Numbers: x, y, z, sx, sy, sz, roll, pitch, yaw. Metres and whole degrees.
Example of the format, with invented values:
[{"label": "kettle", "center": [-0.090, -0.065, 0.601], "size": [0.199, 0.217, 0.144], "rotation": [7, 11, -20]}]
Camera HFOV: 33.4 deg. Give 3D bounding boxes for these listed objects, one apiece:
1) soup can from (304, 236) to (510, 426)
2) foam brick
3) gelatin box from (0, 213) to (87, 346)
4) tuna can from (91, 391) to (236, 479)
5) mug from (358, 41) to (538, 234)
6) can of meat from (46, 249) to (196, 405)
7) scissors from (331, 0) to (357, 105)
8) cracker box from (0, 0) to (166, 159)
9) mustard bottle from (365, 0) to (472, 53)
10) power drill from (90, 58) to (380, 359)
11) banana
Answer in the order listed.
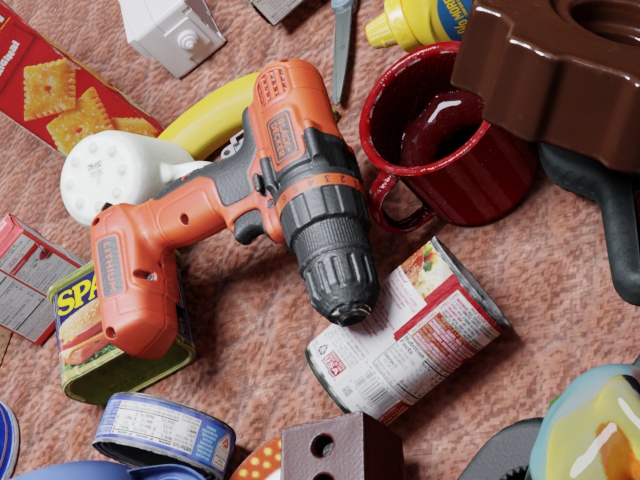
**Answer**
[{"label": "soup can", "center": [0.050, 0.056, 0.621], "size": [0.102, 0.068, 0.068], "rotation": [-41, 48, 8]}, {"label": "foam brick", "center": [0.013, 0.139, 0.578], "size": [0.053, 0.051, 0.078], "rotation": [-18, 54, 25]}, {"label": "gelatin box", "center": [-0.226, 0.031, 0.813], "size": [0.073, 0.089, 0.030], "rotation": [-50, 48, 0]}, {"label": "tuna can", "center": [-0.097, 0.126, 0.669], "size": [0.086, 0.086, 0.033], "rotation": [0, 62, 35]}, {"label": "mug", "center": [0.076, -0.052, 0.657], "size": [0.117, 0.081, 0.093], "rotation": [-51, 48, -2]}, {"label": "can of meat", "center": [-0.142, 0.059, 0.760], "size": [0.102, 0.057, 0.084], "rotation": [-29, 53, 17]}, {"label": "scissors", "center": [0.005, -0.189, 0.833], "size": [0.096, 0.016, 0.201], "rotation": [2, 65, 37]}, {"label": "cracker box", "center": [-0.236, -0.137, 0.835], "size": [0.072, 0.213, 0.164], "rotation": [-51, 48, -2]}, {"label": "mustard bottle", "center": [0.116, -0.168, 0.688], "size": [0.192, 0.096, 0.058], "rotation": [-20, 55, 24]}, {"label": "power drill", "center": [-0.054, 0.001, 0.657], "size": [0.188, 0.057, 0.184], "rotation": [-30, 53, 23]}, {"label": "banana", "center": [-0.082, -0.078, 0.813], "size": [0.198, 0.037, 0.069], "rotation": [-28, 51, 19]}]
